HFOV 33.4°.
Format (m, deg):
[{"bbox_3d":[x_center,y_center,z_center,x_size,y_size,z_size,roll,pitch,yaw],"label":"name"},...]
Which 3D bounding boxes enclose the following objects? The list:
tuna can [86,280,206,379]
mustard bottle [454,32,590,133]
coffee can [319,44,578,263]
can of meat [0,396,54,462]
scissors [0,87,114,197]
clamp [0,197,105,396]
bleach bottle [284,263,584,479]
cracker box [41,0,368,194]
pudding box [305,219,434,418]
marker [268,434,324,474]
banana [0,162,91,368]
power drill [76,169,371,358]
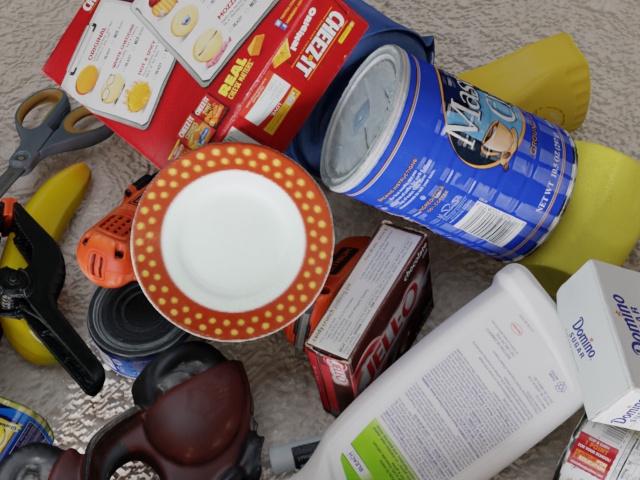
[{"bbox_3d":[-0.126,0.057,0.781,0.086,0.034,0.086,-4,54,6],"label":"tuna can"},{"bbox_3d":[0.106,-0.087,0.809,0.191,0.096,0.058,-22,63,-7],"label":"mustard bottle"},{"bbox_3d":[0.085,-0.056,0.717,0.140,0.103,0.102,22,53,-20],"label":"coffee can"},{"bbox_3d":[-0.243,0.147,0.722,0.102,0.057,0.083,15,56,18],"label":"can of meat"},{"bbox_3d":[-0.221,-0.066,0.864,0.096,0.016,0.201,1,39,-1],"label":"scissors"},{"bbox_3d":[-0.227,0.042,0.750,0.120,0.039,0.171,0,48,-32],"label":"clamp"},{"bbox_3d":[0.051,0.126,0.672,0.250,0.068,0.102,-35,77,-5],"label":"bleach bottle"},{"bbox_3d":[-0.091,-0.140,0.781,0.214,0.072,0.164,37,96,40],"label":"cracker box"},{"bbox_3d":[0.036,0.057,0.723,0.039,0.090,0.113,19,59,21],"label":"pudding box"},{"bbox_3d":[0.025,0.133,0.713,0.121,0.020,0.020,-14,54,-1],"label":"marker"},{"bbox_3d":[-0.213,0.020,0.822,0.069,0.037,0.198,2,54,-14],"label":"banana"},{"bbox_3d":[-0.055,0.001,0.778,0.188,0.057,0.184,20,36,16],"label":"power drill"}]
